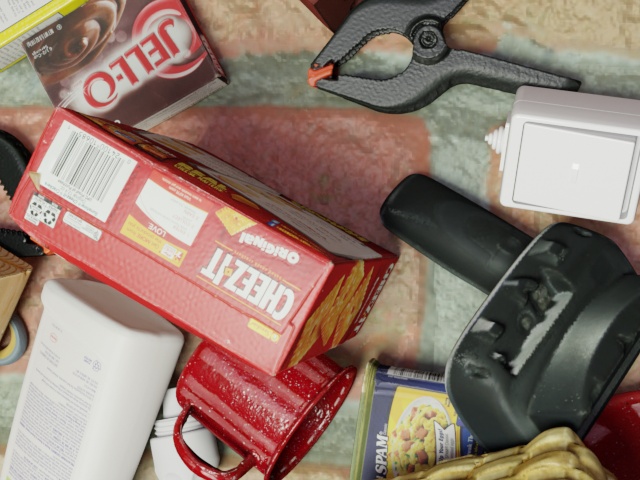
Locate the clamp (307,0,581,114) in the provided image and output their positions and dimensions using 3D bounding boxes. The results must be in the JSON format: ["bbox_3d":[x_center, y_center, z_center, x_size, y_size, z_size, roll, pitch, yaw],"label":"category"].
[{"bbox_3d":[0.074,-0.138,0.683,0.171,0.039,0.120,-7,86,7],"label":"clamp"}]

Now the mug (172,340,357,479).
[{"bbox_3d":[-0.044,0.101,0.667,0.081,0.093,0.117,35,58,15],"label":"mug"}]

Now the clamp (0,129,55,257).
[{"bbox_3d":[-0.262,-0.059,0.748,0.210,0.036,0.164,26,95,10],"label":"clamp"}]

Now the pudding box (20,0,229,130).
[{"bbox_3d":[-0.131,-0.120,0.723,0.113,0.039,0.090,-29,83,9],"label":"pudding box"}]

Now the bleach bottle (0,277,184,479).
[{"bbox_3d":[-0.174,0.158,0.708,0.103,0.067,0.251,27,100,38],"label":"bleach bottle"}]

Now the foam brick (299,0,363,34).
[{"bbox_3d":[0.004,-0.175,0.678,0.053,0.078,0.051,-44,79,7],"label":"foam brick"}]

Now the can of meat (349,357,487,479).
[{"bbox_3d":[0.064,0.131,0.667,0.084,0.057,0.102,8,90,9],"label":"can of meat"}]

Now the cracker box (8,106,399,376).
[{"bbox_3d":[-0.054,0.001,0.615,0.164,0.213,0.072,29,95,11],"label":"cracker box"}]
